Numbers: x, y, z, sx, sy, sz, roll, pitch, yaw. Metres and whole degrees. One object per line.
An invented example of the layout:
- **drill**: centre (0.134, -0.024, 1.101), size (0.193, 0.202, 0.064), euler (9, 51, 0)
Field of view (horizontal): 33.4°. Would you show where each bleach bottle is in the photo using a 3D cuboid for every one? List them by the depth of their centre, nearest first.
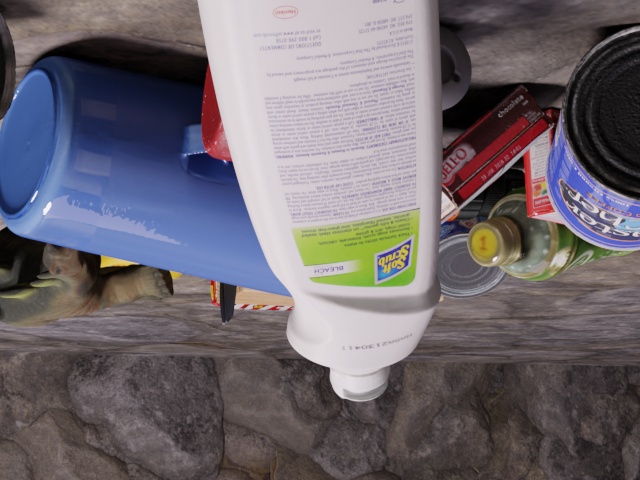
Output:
- **bleach bottle**: centre (0.003, -0.027, 0.477), size (0.102, 0.068, 0.251), euler (-7, 126, -2)

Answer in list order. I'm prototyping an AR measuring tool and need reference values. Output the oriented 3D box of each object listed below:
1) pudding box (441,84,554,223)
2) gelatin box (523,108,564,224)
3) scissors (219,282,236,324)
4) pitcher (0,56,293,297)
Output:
- **pudding box**: centre (0.099, -0.050, 0.722), size (0.090, 0.039, 0.113), euler (-39, 175, -13)
- **gelatin box**: centre (0.184, -0.048, 0.760), size (0.089, 0.073, 0.030), euler (9, 165, -38)
- **scissors**: centre (-0.056, 0.001, 0.871), size (0.096, 0.016, 0.202), euler (-19, -149, -9)
- **pitcher**: centre (-0.069, -0.040, 0.676), size (0.242, 0.149, 0.145), euler (11, -153, -35)
